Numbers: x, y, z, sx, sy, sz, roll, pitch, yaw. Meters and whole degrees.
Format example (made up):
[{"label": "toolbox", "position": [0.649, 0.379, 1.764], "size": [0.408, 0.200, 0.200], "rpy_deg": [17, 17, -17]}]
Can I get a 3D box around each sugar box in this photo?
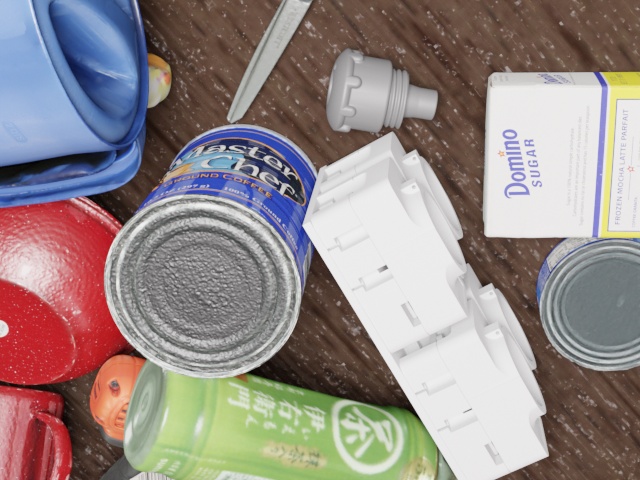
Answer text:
[{"label": "sugar box", "position": [0.183, -0.049, 0.614], "size": [0.176, 0.048, 0.093], "rpy_deg": [2, 111, 9]}]

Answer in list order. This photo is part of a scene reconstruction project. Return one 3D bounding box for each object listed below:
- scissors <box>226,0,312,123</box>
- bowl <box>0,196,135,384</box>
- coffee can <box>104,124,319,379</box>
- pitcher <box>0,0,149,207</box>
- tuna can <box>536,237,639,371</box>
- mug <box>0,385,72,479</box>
[{"label": "scissors", "position": [0.014, -0.149, 0.609], "size": [0.096, 0.016, 0.202], "rpy_deg": [16, 111, 1]}, {"label": "bowl", "position": [-0.183, 0.037, 0.651], "size": [0.162, 0.055, 0.162], "rpy_deg": [7, 130, 8]}, {"label": "coffee can", "position": [-0.054, 0.001, 0.605], "size": [0.103, 0.140, 0.103], "rpy_deg": [2, 111, 5]}, {"label": "pitcher", "position": [-0.213, -0.081, 0.532], "size": [0.243, 0.145, 0.149], "rpy_deg": [-11, 93, 13]}, {"label": "tuna can", "position": [0.176, 0.034, 0.651], "size": [0.086, 0.033, 0.086], "rpy_deg": [2, 110, 5]}, {"label": "mug", "position": [-0.200, 0.134, 0.673], "size": [0.117, 0.093, 0.081], "rpy_deg": [-3, 75, 38]}]
